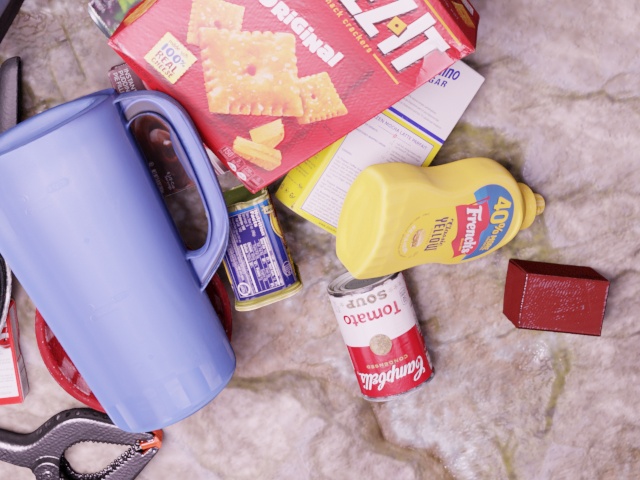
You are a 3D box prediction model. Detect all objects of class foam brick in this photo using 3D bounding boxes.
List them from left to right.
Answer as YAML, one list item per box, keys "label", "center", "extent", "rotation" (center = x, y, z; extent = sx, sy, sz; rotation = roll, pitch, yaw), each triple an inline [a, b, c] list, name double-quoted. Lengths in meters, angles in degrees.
- label: "foam brick"
  center: [0.205, 0.050, 0.933]
  extent: [0.078, 0.053, 0.051]
  rotation: [6, 102, -7]

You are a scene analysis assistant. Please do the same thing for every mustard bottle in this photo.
- label: "mustard bottle"
  center: [0.109, -0.022, 0.881]
  extent: [0.191, 0.058, 0.096]
  rotation: [-7, 129, -32]

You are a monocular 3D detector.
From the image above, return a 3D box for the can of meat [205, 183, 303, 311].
- label: "can of meat"
  center: [-0.056, 0.001, 0.873]
  extent: [0.057, 0.102, 0.084]
  rotation: [-19, 102, 0]

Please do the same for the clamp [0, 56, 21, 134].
- label: "clamp"
  center: [-0.251, -0.062, 0.870]
  extent: [0.171, 0.039, 0.120]
  rotation: [-44, 102, 5]

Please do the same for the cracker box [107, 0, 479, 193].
- label: "cracker box"
  center: [-0.019, -0.152, 0.769]
  extent: [0.214, 0.072, 0.164]
  rotation: [-31, 115, 28]

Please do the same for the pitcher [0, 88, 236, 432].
- label: "pitcher"
  center: [-0.150, 0.014, 0.796]
  extent: [0.144, 0.149, 0.243]
  rotation: [-42, 114, -40]

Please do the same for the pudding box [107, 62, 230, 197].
- label: "pudding box"
  center: [-0.111, -0.103, 0.874]
  extent: [0.090, 0.039, 0.113]
  rotation: [-21, 105, -2]

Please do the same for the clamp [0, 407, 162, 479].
- label: "clamp"
  center: [-0.239, 0.211, 0.936]
  extent: [0.210, 0.036, 0.164]
  rotation: [-10, 103, -4]

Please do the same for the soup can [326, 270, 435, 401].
- label: "soup can"
  center: [0.052, 0.077, 0.918]
  extent: [0.068, 0.068, 0.102]
  rotation: [-19, 104, -1]

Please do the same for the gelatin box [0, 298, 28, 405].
- label: "gelatin box"
  center: [-0.293, 0.097, 0.908]
  extent: [0.073, 0.030, 0.089]
  rotation: [-6, 103, -3]

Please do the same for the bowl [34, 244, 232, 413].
- label: "bowl"
  center: [-0.155, 0.064, 0.900]
  extent: [0.162, 0.055, 0.162]
  rotation: [-1, 103, -5]

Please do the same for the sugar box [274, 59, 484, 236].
- label: "sugar box"
  center: [0.048, -0.085, 0.879]
  extent: [0.093, 0.048, 0.176]
  rotation: [28, 97, -33]
